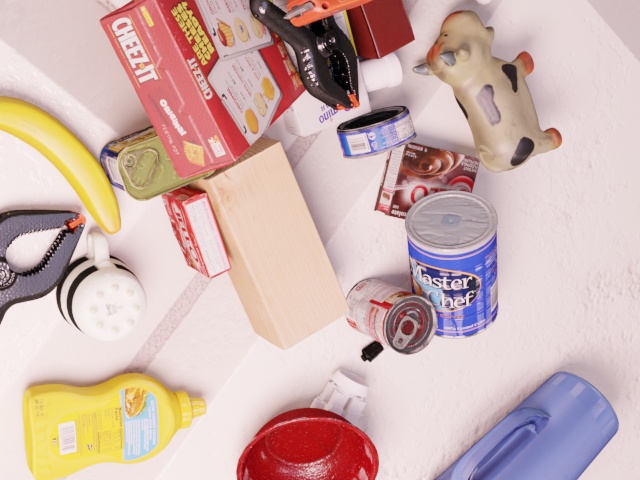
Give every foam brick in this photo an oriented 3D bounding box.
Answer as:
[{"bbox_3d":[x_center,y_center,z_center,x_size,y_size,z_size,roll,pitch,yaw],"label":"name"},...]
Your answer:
[{"bbox_3d":[0.061,-0.247,1.182,0.053,0.051,0.078,-29,111,-20],"label":"foam brick"}]

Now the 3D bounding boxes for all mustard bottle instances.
[{"bbox_3d":[-0.213,0.190,1.128,0.191,0.058,0.096,-6,101,-25],"label":"mustard bottle"}]

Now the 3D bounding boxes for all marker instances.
[{"bbox_3d":[0.096,0.106,1.285,0.121,0.020,0.020,-37,113,-15],"label":"marker"}]

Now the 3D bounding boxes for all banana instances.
[{"bbox_3d":[-0.267,-0.084,1.055,0.197,0.037,0.069,38,65,-27],"label":"banana"}]

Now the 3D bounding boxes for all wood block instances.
[{"bbox_3d":[-0.058,0.001,1.150,0.090,0.090,0.206,-30,111,-18],"label":"wood block"}]

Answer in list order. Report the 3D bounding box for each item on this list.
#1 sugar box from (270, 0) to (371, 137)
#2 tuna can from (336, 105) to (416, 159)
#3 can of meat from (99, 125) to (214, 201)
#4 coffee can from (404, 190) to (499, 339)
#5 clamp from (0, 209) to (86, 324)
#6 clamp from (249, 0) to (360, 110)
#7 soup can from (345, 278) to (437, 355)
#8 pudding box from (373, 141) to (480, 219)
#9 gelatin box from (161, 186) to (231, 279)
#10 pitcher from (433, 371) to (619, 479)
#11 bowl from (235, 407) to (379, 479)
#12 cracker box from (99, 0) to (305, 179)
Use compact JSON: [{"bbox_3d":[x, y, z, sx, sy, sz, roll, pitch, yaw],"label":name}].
[{"bbox_3d":[-0.012,-0.210,1.158,0.093,0.048,0.176,-22,112,-21],"label":"sugar box"},{"bbox_3d":[0.061,-0.121,1.187,0.086,0.086,0.034,-24,107,-20],"label":"tuna can"},{"bbox_3d":[-0.167,-0.084,1.083,0.102,0.084,0.057,-24,110,-20],"label":"can of meat"},{"bbox_3d":[0.152,0.028,1.224,0.102,0.103,0.140,-27,134,-19],"label":"coffee can"},{"bbox_3d":[-0.320,0.043,1.059,0.209,0.036,0.164,-30,110,-21],"label":"clamp"},{"bbox_3d":[-0.010,-0.203,1.097,0.120,0.039,0.171,-37,115,-34],"label":"clamp"},{"bbox_3d":[0.078,0.086,1.225,0.068,0.102,0.068,-5,102,-25],"label":"soup can"},{"bbox_3d":[0.126,-0.065,1.255,0.113,0.039,0.090,11,95,-27],"label":"pudding box"},{"bbox_3d":[-0.131,-0.010,1.121,0.030,0.073,0.089,-25,110,-20],"label":"gelatin box"},{"bbox_3d":[0.256,0.272,1.332,0.242,0.149,0.145,-41,90,-18],"label":"pitcher"},{"bbox_3d":[-0.017,0.243,1.215,0.162,0.055,0.162,-3,125,-5],"label":"bowl"},{"bbox_3d":[-0.106,-0.175,1.028,0.072,0.213,0.164,-18,108,25],"label":"cracker box"}]
